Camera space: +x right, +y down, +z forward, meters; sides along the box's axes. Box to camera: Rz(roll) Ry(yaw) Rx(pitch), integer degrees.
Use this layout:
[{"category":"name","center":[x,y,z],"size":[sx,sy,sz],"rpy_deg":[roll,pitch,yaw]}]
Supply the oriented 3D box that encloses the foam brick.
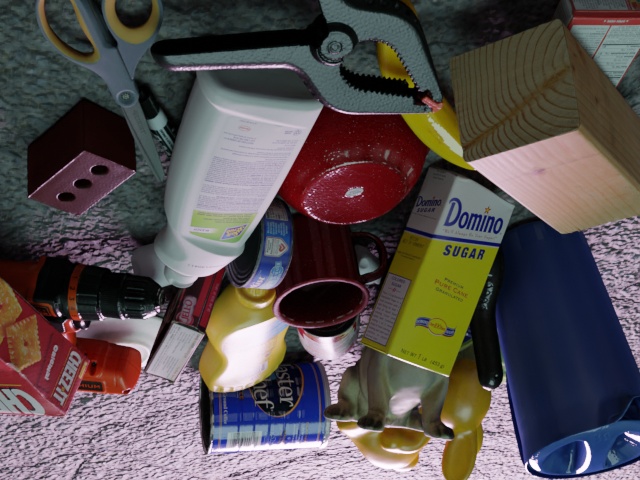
[{"category":"foam brick","center":[-0.192,-0.065,0.859],"size":[0.078,0.051,0.052],"rpy_deg":[-33,141,32]}]

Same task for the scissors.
[{"category":"scissors","center":[-0.132,-0.124,0.793],"size":[0.096,0.016,0.201],"rpy_deg":[-24,137,12]}]

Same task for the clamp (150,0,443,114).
[{"category":"clamp","center":[-0.003,-0.140,0.754],"size":[0.209,0.036,0.165],"rpy_deg":[33,118,-31]}]

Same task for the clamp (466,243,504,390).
[{"category":"clamp","center":[0.158,0.061,1.064],"size":[0.039,0.120,0.171],"rpy_deg":[-5,113,-23]}]

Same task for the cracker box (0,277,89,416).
[{"category":"cracker box","center":[-0.338,0.082,0.962],"size":[0.164,0.072,0.213],"rpy_deg":[-2,143,26]}]

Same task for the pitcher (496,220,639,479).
[{"category":"pitcher","center":[0.237,0.110,1.068],"size":[0.149,0.243,0.145],"rpy_deg":[-21,146,17]}]

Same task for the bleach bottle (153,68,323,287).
[{"category":"bleach bottle","center":[-0.088,-0.047,0.878],"size":[0.102,0.068,0.251],"rpy_deg":[6,139,-25]}]

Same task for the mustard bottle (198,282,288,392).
[{"category":"mustard bottle","center":[-0.075,0.087,1.117],"size":[0.096,0.058,0.192],"rpy_deg":[-20,152,-22]}]

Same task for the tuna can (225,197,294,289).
[{"category":"tuna can","center":[-0.056,0.001,0.967],"size":[0.033,0.086,0.086],"rpy_deg":[6,144,-27]}]

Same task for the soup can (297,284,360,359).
[{"category":"soup can","center":[0.007,0.081,1.108],"size":[0.068,0.068,0.102],"rpy_deg":[-9,160,-1]}]

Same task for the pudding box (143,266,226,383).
[{"category":"pudding box","center":[-0.133,0.076,1.054],"size":[0.039,0.090,0.114],"rpy_deg":[23,140,-8]}]

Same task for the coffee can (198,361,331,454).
[{"category":"coffee can","center":[-0.067,0.196,1.251],"size":[0.140,0.103,0.103],"rpy_deg":[-1,147,-14]}]

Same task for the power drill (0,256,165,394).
[{"category":"power drill","center":[-0.229,0.084,1.043],"size":[0.184,0.057,0.188],"rpy_deg":[6,145,9]}]

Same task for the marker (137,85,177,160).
[{"category":"marker","center":[-0.126,-0.086,0.874],"size":[0.020,0.020,0.121],"rpy_deg":[-15,147,9]}]

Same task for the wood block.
[{"category":"wood block","center":[0.191,-0.081,0.848],"size":[0.091,0.090,0.205],"rpy_deg":[-16,158,28]}]

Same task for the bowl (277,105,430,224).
[{"category":"bowl","center":[0.024,-0.061,0.920],"size":[0.162,0.055,0.162],"rpy_deg":[-7,147,-5]}]

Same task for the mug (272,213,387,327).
[{"category":"mug","center":[0.007,0.023,1.021],"size":[0.117,0.081,0.093],"rpy_deg":[-15,147,9]}]

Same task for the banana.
[{"category":"banana","center":[0.087,-0.118,0.845],"size":[0.070,0.037,0.197],"rpy_deg":[-3,142,39]}]

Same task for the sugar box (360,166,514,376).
[{"category":"sugar box","center":[0.111,0.030,0.990],"size":[0.093,0.176,0.048],"rpy_deg":[23,180,-41]}]
